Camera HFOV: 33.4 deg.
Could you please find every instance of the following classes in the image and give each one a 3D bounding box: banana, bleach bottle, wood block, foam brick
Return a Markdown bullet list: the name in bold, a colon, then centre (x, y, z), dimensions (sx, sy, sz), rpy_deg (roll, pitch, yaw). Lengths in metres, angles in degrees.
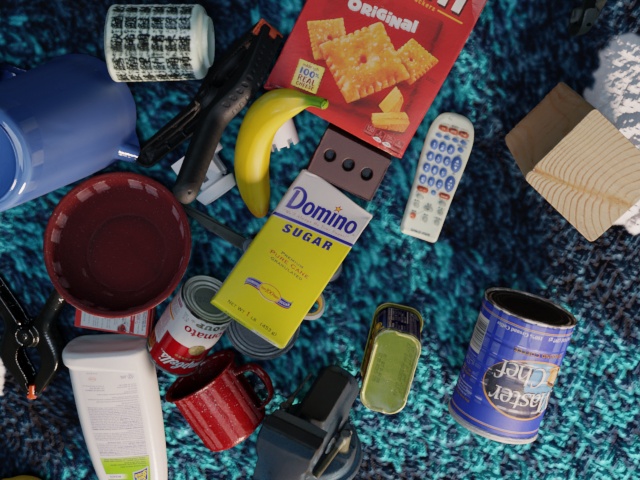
- **banana**: centre (-0.058, -0.098, 1.117), dimensions (0.070, 0.037, 0.198), rpy_deg (45, 141, 10)
- **bleach bottle**: centre (-0.233, 0.236, 1.249), dimensions (0.102, 0.068, 0.251), rpy_deg (-2, 107, 6)
- **wood block**: centre (0.250, -0.083, 1.046), dimensions (0.091, 0.206, 0.090), rpy_deg (43, 104, -7)
- **foam brick**: centre (0.031, -0.085, 1.145), dimensions (0.078, 0.051, 0.053), rpy_deg (26, 105, -2)

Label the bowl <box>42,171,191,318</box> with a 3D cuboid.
- **bowl**: centre (-0.218, 0.008, 1.172), dimensions (0.162, 0.055, 0.162), rpy_deg (0, 79, 2)

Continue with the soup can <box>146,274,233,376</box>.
- **soup can**: centre (-0.142, 0.094, 1.182), dimensions (0.068, 0.068, 0.102), rpy_deg (34, 128, -4)

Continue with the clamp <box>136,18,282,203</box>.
- **clamp**: centre (-0.117, -0.141, 1.123), dimensions (0.036, 0.165, 0.210), rpy_deg (36, 83, -32)

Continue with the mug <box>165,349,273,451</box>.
- **mug**: centre (-0.105, 0.179, 1.207), dimensions (0.117, 0.093, 0.081), rpy_deg (-28, 106, 18)

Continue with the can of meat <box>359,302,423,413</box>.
- **can of meat**: centre (0.078, 0.131, 1.182), dimensions (0.057, 0.084, 0.102), rpy_deg (14, 106, 1)

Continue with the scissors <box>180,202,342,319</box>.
- **scissors**: centre (-0.058, 0.001, 1.189), dimensions (0.096, 0.016, 0.202), rpy_deg (-41, 79, -15)

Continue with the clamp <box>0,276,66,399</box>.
- **clamp**: centre (-0.325, 0.100, 1.229), dimensions (0.120, 0.039, 0.171), rpy_deg (-2, 111, 20)

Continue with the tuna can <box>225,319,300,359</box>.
- **tuna can**: centre (-0.064, 0.089, 1.209), dimensions (0.086, 0.033, 0.086), rpy_deg (1, 105, 5)

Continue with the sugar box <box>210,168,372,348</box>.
- **sugar box**: centre (-0.030, 0.019, 1.145), dimensions (0.093, 0.048, 0.176), rpy_deg (35, 80, -5)

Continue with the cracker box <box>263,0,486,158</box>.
- **cracker box**: centre (0.062, -0.215, 1.097), dimensions (0.164, 0.072, 0.214), rpy_deg (28, 105, -2)

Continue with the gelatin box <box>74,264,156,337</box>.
- **gelatin box**: centre (-0.232, 0.067, 1.220), dimensions (0.089, 0.030, 0.073), rpy_deg (8, 104, 2)

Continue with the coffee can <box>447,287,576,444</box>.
- **coffee can**: centre (0.208, 0.135, 1.162), dimensions (0.103, 0.102, 0.140), rpy_deg (16, 105, 1)

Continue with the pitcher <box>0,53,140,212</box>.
- **pitcher**: centre (-0.297, -0.112, 1.068), dimensions (0.149, 0.242, 0.145), rpy_deg (-10, 104, 15)
